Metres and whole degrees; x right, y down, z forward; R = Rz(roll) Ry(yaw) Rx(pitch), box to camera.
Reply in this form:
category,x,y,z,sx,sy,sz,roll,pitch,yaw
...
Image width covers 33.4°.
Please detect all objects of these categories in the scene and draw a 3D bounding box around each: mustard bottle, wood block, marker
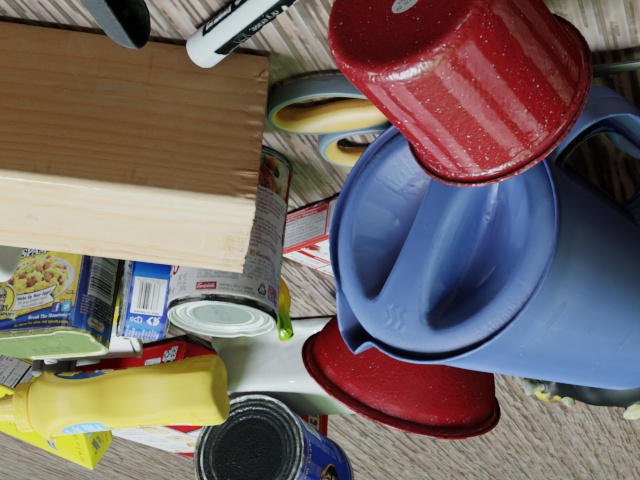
category,x,y,z,sx,sy,sz,roll,pitch,yaw
mustard bottle,-0.175,0.132,0.884,0.191,0.058,0.096,-6,173,2
wood block,-0.135,-0.050,0.558,0.206,0.091,0.090,7,156,-5
marker,-0.023,-0.111,0.487,0.020,0.020,0.121,20,152,-33

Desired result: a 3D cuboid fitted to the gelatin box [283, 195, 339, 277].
category,x,y,z,sx,sy,sz,roll,pitch,yaw
gelatin box,0.025,-0.003,0.715,0.073,0.030,0.089,23,151,-38

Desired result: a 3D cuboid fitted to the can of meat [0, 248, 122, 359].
category,x,y,z,sx,sy,sz,roll,pitch,yaw
can of meat,-0.196,0.039,0.782,0.102,0.084,0.057,-7,154,23

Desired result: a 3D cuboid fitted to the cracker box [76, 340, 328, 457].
category,x,y,z,sx,sy,sz,roll,pitch,yaw
cracker box,-0.120,0.168,1.083,0.164,0.072,0.213,-14,151,38

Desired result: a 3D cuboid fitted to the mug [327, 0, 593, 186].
category,x,y,z,sx,sy,sz,roll,pitch,yaw
mug,0.050,-0.087,0.464,0.117,0.093,0.081,33,177,46

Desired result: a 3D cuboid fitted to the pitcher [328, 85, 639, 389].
category,x,y,z,sx,sy,sz,roll,pitch,yaw
pitcher,0.134,0.013,0.608,0.149,0.145,0.242,-1,167,39

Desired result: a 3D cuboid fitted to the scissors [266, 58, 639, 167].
category,x,y,z,sx,sy,sz,roll,pitch,yaw
scissors,0.072,-0.068,0.576,0.202,0.016,0.096,-1,158,12

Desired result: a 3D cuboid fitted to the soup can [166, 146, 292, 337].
category,x,y,z,sx,sy,sz,roll,pitch,yaw
soup can,-0.054,0.001,0.646,0.068,0.102,0.068,4,157,1

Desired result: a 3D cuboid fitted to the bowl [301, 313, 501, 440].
category,x,y,z,sx,sy,sz,roll,pitch,yaw
bowl,0.069,0.085,0.816,0.162,0.055,0.162,16,-161,-6

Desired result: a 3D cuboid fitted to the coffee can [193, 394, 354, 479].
category,x,y,z,sx,sy,sz,roll,pitch,yaw
coffee can,-0.038,0.207,0.960,0.103,0.103,0.140,-4,155,19

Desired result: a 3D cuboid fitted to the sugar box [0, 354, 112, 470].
category,x,y,z,sx,sy,sz,roll,pitch,yaw
sugar box,-0.286,0.147,1.004,0.176,0.048,0.093,17,140,13

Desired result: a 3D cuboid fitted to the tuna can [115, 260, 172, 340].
category,x,y,z,sx,sy,sz,roll,pitch,yaw
tuna can,-0.119,0.026,0.736,0.033,0.086,0.086,8,156,-12
